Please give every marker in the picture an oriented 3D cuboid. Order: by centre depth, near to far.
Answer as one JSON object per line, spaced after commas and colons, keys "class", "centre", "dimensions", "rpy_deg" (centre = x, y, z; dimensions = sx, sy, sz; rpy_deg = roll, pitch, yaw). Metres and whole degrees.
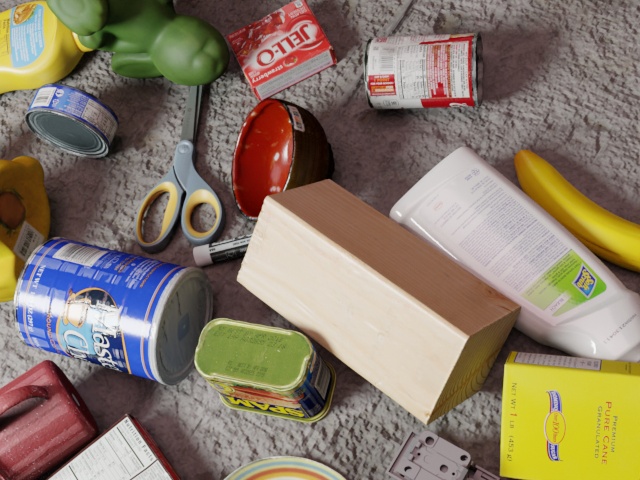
{"class": "marker", "centre": [-0.056, 0.001, 0.974], "dimensions": [0.121, 0.020, 0.020], "rpy_deg": [-14, 62, 7]}

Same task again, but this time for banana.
{"class": "banana", "centre": [0.242, -0.016, 0.900], "dimensions": [0.198, 0.037, 0.069], "rpy_deg": [25, 54, 22]}

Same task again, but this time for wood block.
{"class": "wood block", "centre": [0.044, 0.044, 0.871], "dimensions": [0.206, 0.090, 0.090], "rpy_deg": [35, 120, 25]}

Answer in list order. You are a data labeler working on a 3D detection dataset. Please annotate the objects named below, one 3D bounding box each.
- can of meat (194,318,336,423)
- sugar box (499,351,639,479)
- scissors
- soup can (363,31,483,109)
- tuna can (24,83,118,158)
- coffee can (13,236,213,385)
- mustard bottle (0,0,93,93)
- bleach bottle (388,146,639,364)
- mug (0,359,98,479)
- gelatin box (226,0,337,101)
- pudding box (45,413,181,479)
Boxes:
{"class": "can of meat", "centre": [-0.046, 0.107, 0.884], "dimensions": [0.102, 0.084, 0.057], "rpy_deg": [8, 67, 17]}
{"class": "sugar box", "centre": [0.226, 0.139, 0.801], "dimensions": [0.176, 0.048, 0.093], "rpy_deg": [3, 100, 18]}
{"class": "scissors", "centre": [-0.115, -0.075, 1.028], "dimensions": [0.096, 0.016, 0.201], "rpy_deg": [15, 70, 19]}
{"class": "soup can", "centre": [0.096, -0.156, 0.983], "dimensions": [0.102, 0.068, 0.068], "rpy_deg": [0, 65, 15]}
{"class": "tuna can", "centre": [-0.241, -0.116, 1.040], "dimensions": [0.086, 0.086, 0.033], "rpy_deg": [11, 67, 19]}
{"class": "coffee can", "centre": [-0.179, 0.060, 0.930], "dimensions": [0.140, 0.102, 0.102], "rpy_deg": [12, 68, 19]}
{"class": "mustard bottle", "centre": [-0.311, -0.201, 1.114], "dimensions": [0.192, 0.058, 0.096], "rpy_deg": [-13, 61, 8]}
{"class": "bleach bottle", "centre": [0.175, 0.036, 0.876], "dimensions": [0.102, 0.068, 0.251], "rpy_deg": [-43, 65, -4]}
{"class": "mug", "centre": [-0.245, 0.150, 0.899], "dimensions": [0.081, 0.117, 0.093], "rpy_deg": [-34, 64, -9]}
{"class": "gelatin box", "centre": [-0.038, -0.190, 1.055], "dimensions": [0.089, 0.030, 0.073], "rpy_deg": [-27, 62, 1]}
{"class": "pudding box", "centre": [-0.175, 0.215, 0.892], "dimensions": [0.113, 0.039, 0.090], "rpy_deg": [-38, 62, -7]}
